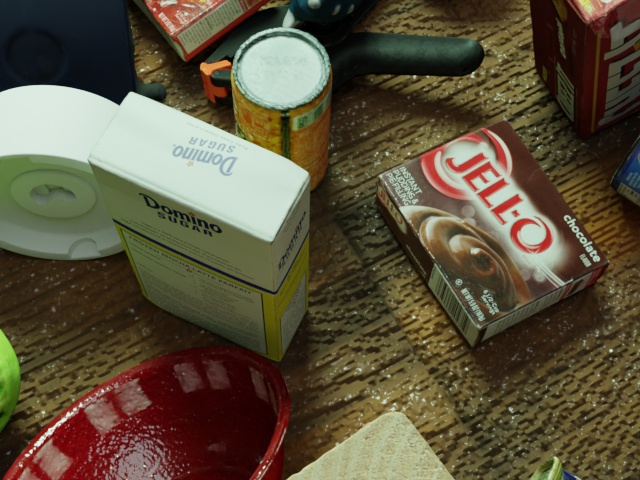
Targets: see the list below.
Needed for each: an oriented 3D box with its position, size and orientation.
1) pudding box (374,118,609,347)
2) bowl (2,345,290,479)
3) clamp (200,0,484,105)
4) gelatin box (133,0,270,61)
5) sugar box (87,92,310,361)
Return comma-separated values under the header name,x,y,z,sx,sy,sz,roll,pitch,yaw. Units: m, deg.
name,x,y,z,sx,sy,sz,roll,pitch,yaw
pudding box,0.097,-0.006,0.622,0.090,0.039,0.113,-26,69,-14
bowl,-0.079,0.124,0.520,0.162,0.055,0.162,-20,27,11
clamp,0.013,-0.119,0.666,0.171,0.039,0.120,-30,51,-12
gelatin box,-0.082,-0.166,0.675,0.073,0.030,0.089,-37,58,-5
sugar box,-0.053,0.000,0.536,0.093,0.176,0.048,24,67,8
